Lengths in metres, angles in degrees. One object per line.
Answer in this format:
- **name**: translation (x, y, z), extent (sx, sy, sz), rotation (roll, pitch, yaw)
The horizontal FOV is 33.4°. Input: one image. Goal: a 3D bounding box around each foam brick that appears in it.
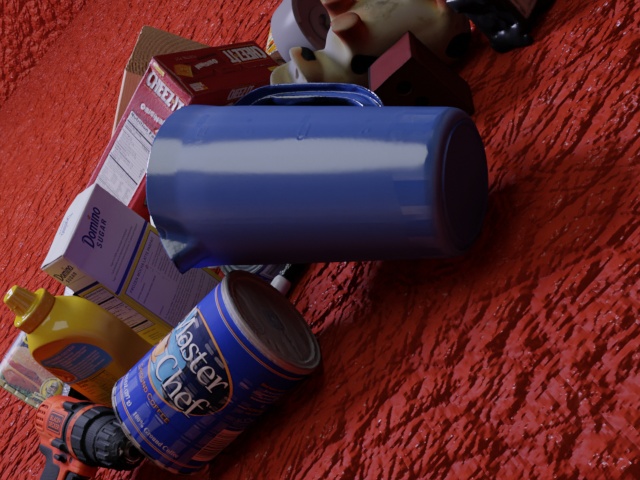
- **foam brick**: translation (0.085, -0.130, 0.920), extent (0.053, 0.078, 0.051), rotation (-41, 27, 27)

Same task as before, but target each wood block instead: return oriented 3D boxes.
- **wood block**: translation (-0.202, -0.149, 1.313), extent (0.206, 0.090, 0.090), rotation (115, 170, -48)

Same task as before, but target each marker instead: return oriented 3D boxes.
- **marker**: translation (-0.050, 0.062, 0.961), extent (0.121, 0.020, 0.020), rotation (-56, 25, -11)

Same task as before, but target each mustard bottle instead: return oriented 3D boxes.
- **mustard bottle**: translation (-0.201, 0.102, 0.957), extent (0.096, 0.191, 0.058), rotation (-28, 32, 41)

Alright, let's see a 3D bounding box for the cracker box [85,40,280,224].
- **cracker box**: translation (-0.147, -0.103, 1.124), extent (0.163, 0.072, 0.214), rotation (-25, -25, -53)

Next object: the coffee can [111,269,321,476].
- **coffee can**: translation (-0.084, 0.107, 0.860), extent (0.140, 0.102, 0.103), rotation (-44, 26, 18)

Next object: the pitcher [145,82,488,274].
- **pitcher**: translation (0.001, -0.051, 0.819), extent (0.243, 0.144, 0.149), rotation (1, 96, 29)

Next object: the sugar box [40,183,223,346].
- **sugar box**: translation (-0.172, 0.035, 1.016), extent (0.048, 0.176, 0.093), rotation (-28, 34, 40)

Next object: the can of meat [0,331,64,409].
- **can of meat**: translation (-0.304, 0.144, 1.192), extent (0.084, 0.102, 0.057), rotation (-59, -18, -10)

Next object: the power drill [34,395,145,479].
- **power drill**: translation (-0.217, 0.232, 0.920), extent (0.185, 0.057, 0.187), rotation (1, 72, 58)
